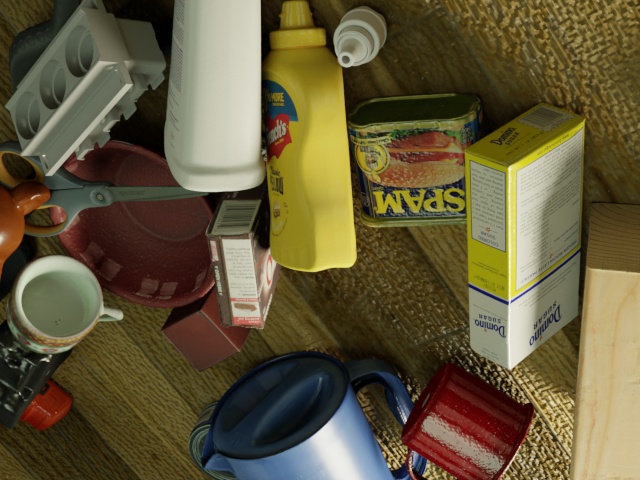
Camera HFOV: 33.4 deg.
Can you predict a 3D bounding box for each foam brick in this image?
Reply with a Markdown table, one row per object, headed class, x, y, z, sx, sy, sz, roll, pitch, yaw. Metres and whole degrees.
| class | x | y | z | sx | sy | sz | roll | pitch | yaw |
| --- | --- | --- | --- | --- | --- | --- | --- | --- | --- |
| foam brick | -0.092 | 0.065 | 0.922 | 0.051 | 0.078 | 0.053 | -29 | 110 | 30 |

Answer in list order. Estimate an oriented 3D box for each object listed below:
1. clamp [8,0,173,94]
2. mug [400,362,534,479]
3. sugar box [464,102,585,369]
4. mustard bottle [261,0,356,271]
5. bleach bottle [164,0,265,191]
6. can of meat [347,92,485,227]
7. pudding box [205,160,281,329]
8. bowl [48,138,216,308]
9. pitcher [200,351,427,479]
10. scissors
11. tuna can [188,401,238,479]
| class | x | y | z | sx | sy | sz | roll | pitch | yaw |
| --- | --- | --- | --- | --- | --- | --- | --- | --- | --- |
| clamp | -0.175 | -0.146 | 0.822 | 0.120 | 0.039 | 0.172 | 25 | 144 | -28 |
| mug | 0.116 | 0.166 | 0.909 | 0.081 | 0.093 | 0.117 | 32 | 112 | 2 |
| sugar box | 0.150 | -0.002 | 0.782 | 0.048 | 0.093 | 0.176 | 28 | 135 | 38 |
| mustard bottle | -0.012 | -0.078 | 0.781 | 0.058 | 0.096 | 0.191 | -6 | 100 | -17 |
| bleach bottle | -0.071 | -0.167 | 0.734 | 0.068 | 0.103 | 0.251 | -4 | 118 | -17 |
| can of meat | 0.074 | -0.060 | 0.793 | 0.102 | 0.057 | 0.084 | -1 | 120 | 19 |
| pudding box | -0.056 | 0.001 | 0.844 | 0.039 | 0.113 | 0.090 | 1 | 124 | 11 |
| bowl | -0.144 | -0.024 | 0.888 | 0.162 | 0.055 | 0.162 | 13 | 127 | 18 |
| pitcher | 0.017 | 0.224 | 0.972 | 0.149 | 0.144 | 0.242 | -5 | 126 | 35 |
| scissors | -0.187 | -0.051 | 0.840 | 0.202 | 0.016 | 0.096 | -15 | 118 | 33 |
| tuna can | -0.084 | 0.198 | 1.037 | 0.086 | 0.033 | 0.086 | 9 | 125 | 13 |
